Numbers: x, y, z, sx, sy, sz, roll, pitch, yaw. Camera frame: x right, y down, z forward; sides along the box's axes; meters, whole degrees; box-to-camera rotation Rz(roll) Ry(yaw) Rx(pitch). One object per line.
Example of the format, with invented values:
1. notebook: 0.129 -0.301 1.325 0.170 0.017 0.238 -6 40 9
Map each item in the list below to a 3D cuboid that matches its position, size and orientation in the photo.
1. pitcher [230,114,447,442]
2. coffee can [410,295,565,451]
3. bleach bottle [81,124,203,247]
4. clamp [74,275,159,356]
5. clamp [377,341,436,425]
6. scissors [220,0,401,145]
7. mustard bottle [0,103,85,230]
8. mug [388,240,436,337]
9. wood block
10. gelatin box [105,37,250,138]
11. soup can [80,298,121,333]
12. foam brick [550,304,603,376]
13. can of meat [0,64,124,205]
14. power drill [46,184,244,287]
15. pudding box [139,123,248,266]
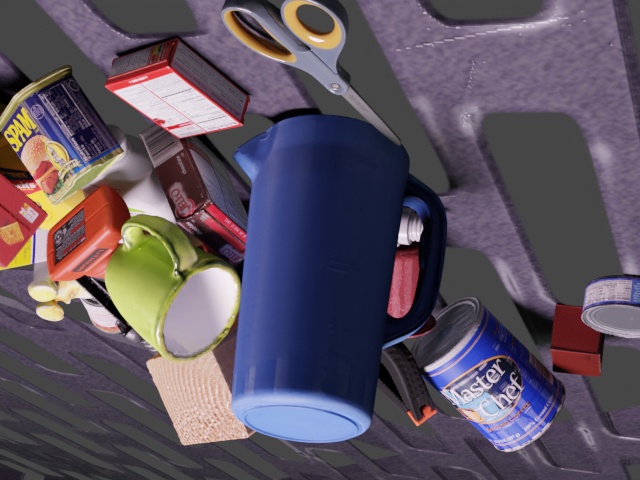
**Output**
1. pitcher: 0.008 0.033 0.855 0.149 0.243 0.145 -7 151 26
2. coffee can: 0.179 0.144 1.151 0.140 0.102 0.103 44 149 -14
3. bleach bottle: -0.173 -0.033 1.037 0.102 0.068 0.251 4 154 4
4. clamp: -0.206 0.078 1.139 0.120 0.039 0.171 50 174 19
5. clamp: 0.052 0.098 1.124 0.210 0.036 0.165 52 158 15
6. scissors: 0.019 -0.124 0.768 0.201 0.016 0.096 28 153 -33
7. mustard bottle: -0.279 -0.073 1.002 0.096 0.058 0.191 15 158 13
8. mug: 0.055 0.041 1.006 0.117 0.081 0.093 -12 -159 -36
9. wood block: -0.053 0.105 1.021 0.091 0.205 0.090 -16 100 41
10. gelatin box: -0.111 -0.118 0.840 0.073 0.030 0.089 -8 150 39
11. soup can: -0.261 0.067 1.317 0.068 0.068 0.102 12 157 3
12. foam brick: 0.275 0.107 1.136 0.053 0.051 0.078 5 157 16
13. can of meat: -0.217 -0.085 0.890 0.084 0.057 0.102 56 148 -5
14. power drill: -0.144 0.011 0.999 0.185 0.057 0.187 -36 140 31
15. pudding box: -0.102 -0.043 0.912 0.039 0.113 0.090 -32 143 9
